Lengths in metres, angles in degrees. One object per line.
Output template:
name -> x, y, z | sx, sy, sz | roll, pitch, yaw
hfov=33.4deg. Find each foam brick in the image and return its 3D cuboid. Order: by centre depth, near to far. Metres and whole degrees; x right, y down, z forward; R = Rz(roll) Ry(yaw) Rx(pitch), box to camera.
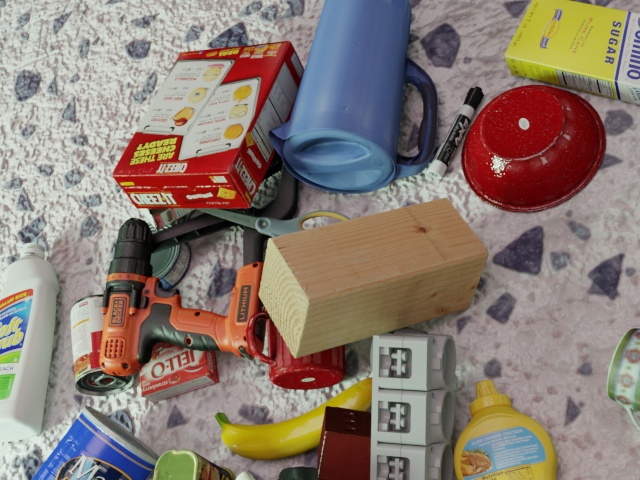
foam brick -> 0.026, 0.203, 1.057 | 0.053, 0.078, 0.051 | 10, 100, -2

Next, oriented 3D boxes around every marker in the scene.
marker -> 0.156, -0.125, 1.224 | 0.020, 0.020, 0.121 | 19, 73, 32

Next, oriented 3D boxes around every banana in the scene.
banana -> -0.028, 0.193, 1.128 | 0.198, 0.037, 0.069 | -14, 59, 18

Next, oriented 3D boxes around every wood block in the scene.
wood block -> 0.053, 0.035, 1.081 | 0.205, 0.090, 0.091 | -13, 50, -24

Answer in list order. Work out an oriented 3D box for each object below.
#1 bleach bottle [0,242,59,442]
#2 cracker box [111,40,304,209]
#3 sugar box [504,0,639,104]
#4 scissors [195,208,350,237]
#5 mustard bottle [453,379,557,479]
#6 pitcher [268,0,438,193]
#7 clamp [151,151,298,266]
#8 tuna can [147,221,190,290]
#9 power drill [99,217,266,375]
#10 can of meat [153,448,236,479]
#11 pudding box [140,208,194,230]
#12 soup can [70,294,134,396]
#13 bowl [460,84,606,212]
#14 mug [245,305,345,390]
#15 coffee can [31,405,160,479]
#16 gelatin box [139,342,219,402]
bleach bottle -> -0.379, 0.119, 1.319 | 0.103, 0.068, 0.251 | -12, 57, 19
cracker box -> -0.126, -0.135, 1.262 | 0.164, 0.072, 0.213 | 0, 51, 29
sugar box -> 0.305, -0.213, 1.186 | 0.176, 0.048, 0.093 | 18, 72, 33
scissors -> -0.058, 0.002, 1.224 | 0.202, 0.016, 0.096 | 2, 73, 6
mustard bottle -> 0.177, 0.220, 1.003 | 0.096, 0.058, 0.191 | -18, 58, 11
pitcher -> 0.049, -0.183, 1.251 | 0.145, 0.149, 0.242 | -13, 54, 39
clamp -> -0.101, -0.028, 1.266 | 0.165, 0.036, 0.210 | 25, 73, 14
tuna can -> -0.202, 0.021, 1.305 | 0.086, 0.033, 0.086 | -11, 60, 19
power drill -> -0.153, 0.062, 1.197 | 0.188, 0.057, 0.184 | 0, 73, 13
can of meat -> -0.133, 0.274, 1.105 | 0.057, 0.084, 0.102 | -9, 60, 21
pudding box -> -0.192, -0.072, 1.326 | 0.090, 0.039, 0.114 | -31, 42, -13
soup can -> -0.257, 0.123, 1.255 | 0.068, 0.068, 0.102 | -21, 56, 14
bowl -> 0.225, -0.113, 1.164 | 0.162, 0.055, 0.162 | -11, 60, 19
mug -> -0.025, 0.108, 1.130 | 0.093, 0.117, 0.081 | -34, 51, 49
coffee can -> -0.256, 0.266, 1.156 | 0.103, 0.102, 0.140 | 30, 79, 34
gelatin box -> -0.164, 0.138, 1.226 | 0.089, 0.030, 0.073 | -19, 57, 15
